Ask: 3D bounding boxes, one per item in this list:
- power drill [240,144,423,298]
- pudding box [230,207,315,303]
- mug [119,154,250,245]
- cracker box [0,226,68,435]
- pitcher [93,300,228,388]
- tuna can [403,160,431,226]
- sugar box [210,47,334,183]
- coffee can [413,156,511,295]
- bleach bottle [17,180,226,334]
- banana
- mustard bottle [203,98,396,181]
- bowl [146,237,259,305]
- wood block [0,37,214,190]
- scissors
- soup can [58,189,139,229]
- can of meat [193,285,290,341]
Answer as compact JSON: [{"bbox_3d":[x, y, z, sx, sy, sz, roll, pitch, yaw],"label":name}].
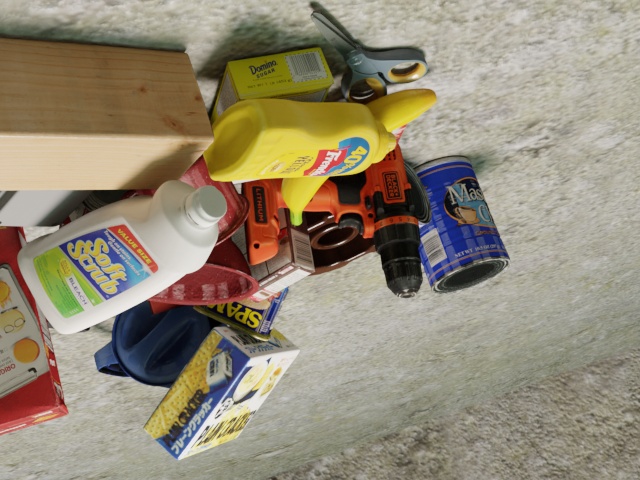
[{"bbox_3d":[0.012,-0.019,1.144,0.187,0.184,0.057,-4,156,-10],"label":"power drill"},{"bbox_3d":[-0.058,0.001,1.209,0.090,0.113,0.039,-31,143,32],"label":"pudding box"},{"bbox_3d":[-0.135,-0.041,0.998,0.117,0.093,0.081,-25,122,3],"label":"mug"},{"bbox_3d":[-0.350,0.087,1.031,0.164,0.214,0.072,-16,165,-7],"label":"cracker box"},{"bbox_3d":[-0.194,0.150,1.469,0.149,0.145,0.242,23,171,15],"label":"pitcher"},{"bbox_3d":[0.093,-0.051,1.243,0.034,0.086,0.086,-27,158,26],"label":"tuna can"},{"bbox_3d":[-0.056,-0.113,1.015,0.093,0.048,0.176,-12,162,-21],"label":"sugar box"},{"bbox_3d":[0.161,-0.018,1.309,0.102,0.140,0.103,-16,160,-6],"label":"coffee can"},{"bbox_3d":[-0.171,0.003,0.946,0.251,0.102,0.067,-27,180,44],"label":"bleach bottle"},{"bbox_3d":[0.027,-0.094,1.063,0.198,0.037,0.069,-40,158,11],"label":"banana"},{"bbox_3d":[-0.005,-0.090,0.963,0.191,0.058,0.096,-5,158,-41],"label":"mustard bottle"},{"bbox_3d":[-0.144,0.022,1.126,0.162,0.055,0.162,1,162,0],"label":"bowl"},{"bbox_3d":[-0.204,-0.099,0.858,0.205,0.090,0.091,-3,155,-37],"label":"wood block"},{"bbox_3d":[0.050,-0.175,0.986,0.096,0.016,0.201,-21,160,1],"label":"scissors"},{"bbox_3d":[-0.218,-0.029,1.057,0.068,0.068,0.102,-8,157,-27],"label":"soup can"},{"bbox_3d":[-0.094,0.065,1.325,0.102,0.084,0.057,24,-178,7],"label":"can of meat"}]
